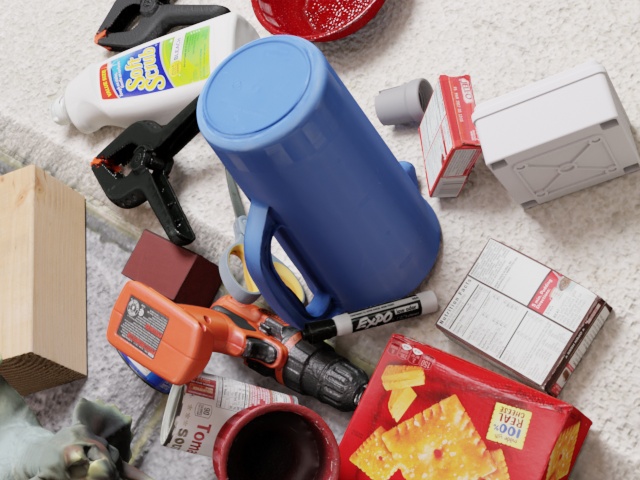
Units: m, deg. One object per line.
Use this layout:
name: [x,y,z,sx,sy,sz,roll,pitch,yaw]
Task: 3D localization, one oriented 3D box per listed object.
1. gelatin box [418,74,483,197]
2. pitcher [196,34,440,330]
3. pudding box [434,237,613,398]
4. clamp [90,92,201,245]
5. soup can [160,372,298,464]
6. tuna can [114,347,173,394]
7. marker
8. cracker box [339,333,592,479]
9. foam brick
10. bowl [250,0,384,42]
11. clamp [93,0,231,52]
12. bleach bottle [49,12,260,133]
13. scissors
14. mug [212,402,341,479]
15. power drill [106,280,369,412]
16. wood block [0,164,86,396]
gelatin box: [0.112,-0.089,0.923,0.030,0.089,0.073,-2,64,-10]
pitcher: [-0.005,-0.043,0.868,0.145,0.242,0.149,-22,52,13]
pudding box: [0.162,0.061,0.860,0.114,0.039,0.090,30,86,36]
clamp: [-0.162,-0.086,1.066,0.210,0.036,0.164,13,81,51]
soup can: [-0.077,0.152,0.902,0.102,0.069,0.068,16,72,-13]
tuna can: [-0.152,0.101,0.986,0.034,0.086,0.086,-43,56,7]
marker: [0.041,0.065,0.896,0.121,0.020,0.020,-14,56,-17]
cracker box: [0.087,0.198,0.821,0.164,0.072,0.213,21,81,34]
foam brick: [-0.142,0.031,1.030,0.078,0.053,0.051,24,81,33]
bowl: [0.012,-0.258,1.069,0.162,0.055,0.162,-11,64,24]
clamp: [-0.179,-0.269,1.188,0.172,0.039,0.120,-17,63,22]
bleach bottle: [-0.183,-0.159,1.131,0.251,0.068,0.102,-13,63,26]
scissors: [-0.057,0.001,1.009,0.016,0.096,0.201,-49,22,26]
mug: [-0.037,0.182,0.830,0.093,0.082,0.117,-10,87,-15]
power drill: [-0.068,0.090,0.885,0.185,0.187,0.057,24,94,37]
wood block: [-0.301,0.041,1.090,0.090,0.090,0.206,-18,62,21]
